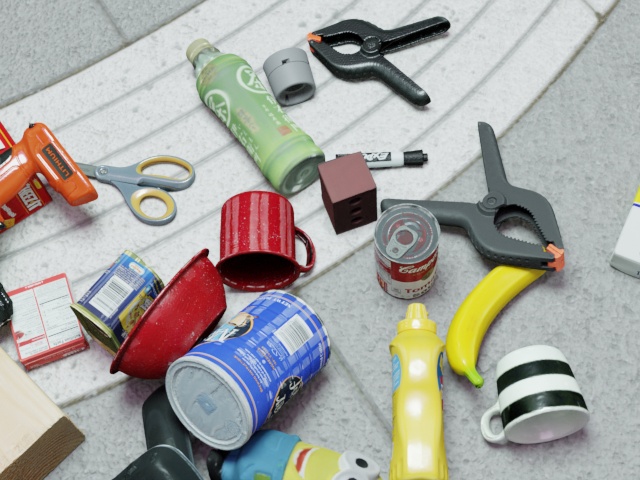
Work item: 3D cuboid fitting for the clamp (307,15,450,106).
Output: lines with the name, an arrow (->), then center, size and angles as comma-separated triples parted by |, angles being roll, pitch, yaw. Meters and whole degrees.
clamp -> 0.066, -0.216, 1.274 | 0.171, 0.039, 0.120 | 2, 61, 12

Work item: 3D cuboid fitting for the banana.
banana -> 0.182, 0.074, 1.123 | 0.070, 0.037, 0.197 | 19, 58, 28

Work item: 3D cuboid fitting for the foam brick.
foam brick -> 0.031, -0.053, 1.179 | 0.053, 0.078, 0.051 | -19, 64, -5

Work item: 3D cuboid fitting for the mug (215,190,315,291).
mug -> -0.058, 0.001, 1.163 | 0.117, 0.093, 0.081 | 13, 57, -24

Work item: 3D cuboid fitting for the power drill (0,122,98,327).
power drill -> -0.337, -0.024, 1.150 | 0.187, 0.057, 0.184 | -36, 91, -12

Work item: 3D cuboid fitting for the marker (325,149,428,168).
marker -> 0.063, -0.092, 1.227 | 0.121, 0.020, 0.020 | -3, 65, 3

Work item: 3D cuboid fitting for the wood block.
wood block -> -0.351, 0.155, 1.107 | 0.206, 0.091, 0.090 | 41, 73, 20

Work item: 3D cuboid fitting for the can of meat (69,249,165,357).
can of meat -> -0.208, 0.069, 1.130 | 0.057, 0.102, 0.084 | 34, 70, 18

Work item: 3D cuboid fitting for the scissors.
scissors -> -0.246, -0.061, 1.239 | 0.202, 0.016, 0.096 | -2, 65, 4

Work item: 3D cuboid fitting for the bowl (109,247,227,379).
bowl -> -0.144, 0.087, 1.092 | 0.055, 0.162, 0.162 | 37, 73, 3

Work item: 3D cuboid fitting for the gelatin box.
gelatin box -> -0.300, 0.088, 1.167 | 0.073, 0.030, 0.089 | -20, 65, -6

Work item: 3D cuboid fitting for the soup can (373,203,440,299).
soup can -> 0.091, 0.014, 1.129 | 0.068, 0.102, 0.068 | -2, 65, 4

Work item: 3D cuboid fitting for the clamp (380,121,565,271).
clamp -> 0.191, -0.042, 1.166 | 0.210, 0.036, 0.164 | 34, 71, 33

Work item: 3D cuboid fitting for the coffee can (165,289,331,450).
coffee can -> -0.070, 0.126, 1.060 | 0.103, 0.103, 0.140 | 33, 42, 18

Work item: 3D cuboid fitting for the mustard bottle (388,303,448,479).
mustard bottle -> 0.097, 0.154, 1.067 | 0.058, 0.096, 0.191 | -1, 65, 4
